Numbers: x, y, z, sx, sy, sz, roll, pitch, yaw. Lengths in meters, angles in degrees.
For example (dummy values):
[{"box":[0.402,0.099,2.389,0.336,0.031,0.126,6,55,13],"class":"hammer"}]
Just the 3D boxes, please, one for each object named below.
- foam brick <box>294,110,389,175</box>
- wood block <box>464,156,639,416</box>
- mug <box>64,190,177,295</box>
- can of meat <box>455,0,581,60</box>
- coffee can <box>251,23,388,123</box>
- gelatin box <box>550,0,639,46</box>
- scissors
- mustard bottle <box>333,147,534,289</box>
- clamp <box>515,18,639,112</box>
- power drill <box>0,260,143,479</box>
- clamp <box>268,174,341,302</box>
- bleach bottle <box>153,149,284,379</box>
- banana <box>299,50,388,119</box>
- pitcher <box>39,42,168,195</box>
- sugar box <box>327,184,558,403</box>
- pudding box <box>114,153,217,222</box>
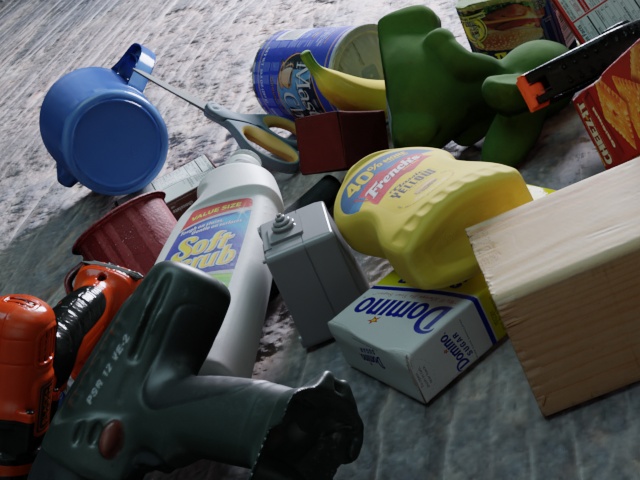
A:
[{"box":[0.021,-0.089,0.971,0.051,0.053,0.078,-5,3,36],"class":"foam brick"},{"box":[0.200,0.008,0.610,0.206,0.091,0.090,-22,27,8],"class":"wood block"},{"box":[-0.158,0.023,0.895,0.117,0.081,0.093,-34,-7,-12],"class":"mug"},{"box":[0.189,-0.206,1.027,0.102,0.084,0.057,-3,34,39],"class":"can of meat"},{"box":[0.009,-0.170,1.107,0.102,0.103,0.141,-40,29,-26],"class":"coffee can"},{"box":[0.261,-0.213,0.950,0.089,0.073,0.030,-33,-8,16],"class":"gelatin box"},{"box":[-0.092,-0.134,1.103,0.202,0.016,0.096,37,36,18],"class":"scissors"},{"box":[0.061,-0.025,0.741,0.096,0.058,0.192,-37,21,-9],"class":"mustard bottle"},{"box":[0.245,-0.155,0.833,0.209,0.036,0.165,-26,-4,-28],"class":"clamp"},{"box":[-0.186,0.105,0.754,0.057,0.184,0.187,14,19,7],"class":"power drill"},{"box":[-0.056,0.001,0.919,0.120,0.039,0.171,-11,30,26],"class":"clamp"},{"box":[-0.086,0.021,0.821,0.103,0.068,0.250,-7,42,16],"class":"bleach bottle"},{"box":[0.071,-0.153,1.038,0.197,0.069,0.037,-8,6,-35],"class":"banana"},{"box":[-0.232,-0.129,1.172,0.145,0.149,0.243,-16,15,-13],"class":"pitcher"},{"box":[0.099,0.028,0.718,0.176,0.048,0.093,-36,26,-21],"class":"sugar box"},{"box":[-0.149,-0.039,1.085,0.113,0.039,0.090,-27,23,-7],"class":"pudding box"}]
